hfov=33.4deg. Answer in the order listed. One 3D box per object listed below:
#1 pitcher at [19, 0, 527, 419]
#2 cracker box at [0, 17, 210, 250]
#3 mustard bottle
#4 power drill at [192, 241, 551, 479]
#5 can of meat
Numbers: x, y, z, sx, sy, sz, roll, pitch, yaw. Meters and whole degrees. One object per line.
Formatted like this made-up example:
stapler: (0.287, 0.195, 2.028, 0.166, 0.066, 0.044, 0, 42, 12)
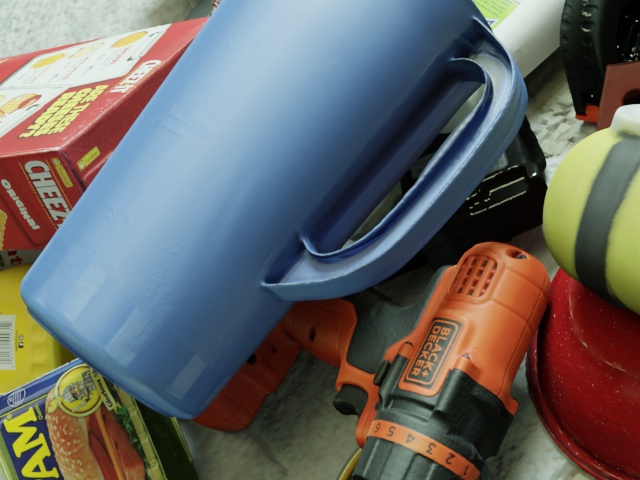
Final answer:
pitcher: (-0.025, -0.032, 0.518, 0.243, 0.145, 0.149, -53, 9, -6)
cracker box: (-0.175, -0.061, 0.670, 0.214, 0.072, 0.164, -2, 34, 34)
mustard bottle: (-0.237, 0.064, 0.684, 0.192, 0.058, 0.096, -2, 88, 20)
power drill: (0.008, 0.078, 0.531, 0.188, 0.057, 0.184, 10, 63, 47)
can of meat: (-0.124, 0.114, 0.584, 0.084, 0.057, 0.102, -26, 80, 9)
